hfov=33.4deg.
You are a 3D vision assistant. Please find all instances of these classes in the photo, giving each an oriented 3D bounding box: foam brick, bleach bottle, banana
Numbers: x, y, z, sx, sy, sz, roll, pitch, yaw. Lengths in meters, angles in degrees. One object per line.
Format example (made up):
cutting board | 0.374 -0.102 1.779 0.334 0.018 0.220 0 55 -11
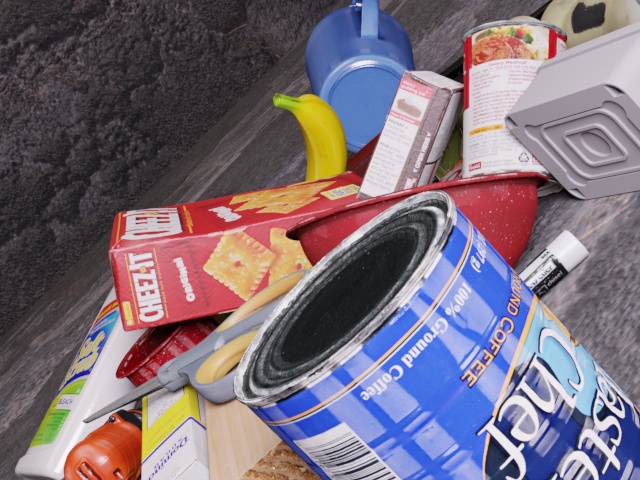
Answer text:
foam brick | 0.069 -0.071 0.958 0.078 0.053 0.051 -42 13 10
bleach bottle | -0.192 0.108 0.985 0.103 0.068 0.250 -19 46 55
banana | -0.008 -0.062 0.995 0.069 0.198 0.037 -12 39 -11

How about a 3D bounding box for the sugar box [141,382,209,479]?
sugar box | -0.057 0.135 0.606 0.048 0.093 0.176 -44 13 3

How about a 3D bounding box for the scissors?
scissors | -0.081 0.082 0.599 0.202 0.016 0.096 -36 16 23

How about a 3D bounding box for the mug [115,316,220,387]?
mug | -0.096 0.096 0.865 0.117 0.081 0.093 -43 13 4

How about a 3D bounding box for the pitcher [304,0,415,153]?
pitcher | 0.049 -0.191 1.203 0.145 0.149 0.243 -38 17 13

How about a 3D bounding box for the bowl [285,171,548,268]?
bowl | 0.062 0.005 0.644 0.162 0.055 0.162 -11 -6 -1

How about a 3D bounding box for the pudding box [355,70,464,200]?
pudding box | 0.066 -0.070 0.734 0.113 0.039 0.090 -37 -33 -75

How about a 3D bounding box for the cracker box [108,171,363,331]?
cracker box | -0.056 0.001 0.848 0.213 0.072 0.164 -10 11 -7

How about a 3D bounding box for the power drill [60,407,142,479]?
power drill | -0.197 0.207 0.829 0.188 0.057 0.184 -47 -6 4

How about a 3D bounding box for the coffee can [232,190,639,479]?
coffee can | 0.053 0.067 0.386 0.103 0.140 0.103 -41 13 12

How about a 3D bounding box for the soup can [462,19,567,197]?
soup can | 0.126 -0.083 0.694 0.069 0.068 0.102 -17 69 63
